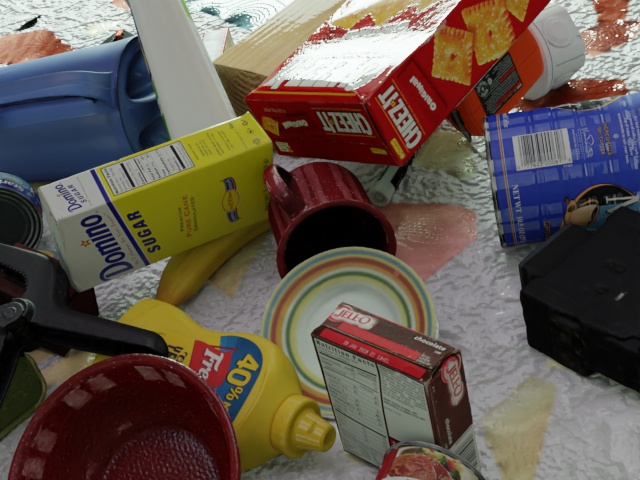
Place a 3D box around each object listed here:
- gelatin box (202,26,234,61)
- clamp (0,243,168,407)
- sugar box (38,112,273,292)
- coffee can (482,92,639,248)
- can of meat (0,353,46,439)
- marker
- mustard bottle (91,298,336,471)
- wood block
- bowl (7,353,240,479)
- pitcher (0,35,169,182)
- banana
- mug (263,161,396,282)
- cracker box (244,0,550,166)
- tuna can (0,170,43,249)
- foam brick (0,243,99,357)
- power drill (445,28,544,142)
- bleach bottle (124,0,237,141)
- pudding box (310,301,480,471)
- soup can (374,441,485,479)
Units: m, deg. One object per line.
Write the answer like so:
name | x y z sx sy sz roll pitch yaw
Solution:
gelatin box | -0.100 -0.161 1.073 0.030 0.073 0.089 -10 39 10
clamp | -0.207 0.062 0.772 0.164 0.036 0.210 -25 44 -7
sugar box | -0.123 -0.029 0.834 0.176 0.093 0.048 -25 55 -18
coffee can | 0.199 -0.054 0.804 0.140 0.103 0.102 -8 39 11
can of meat | -0.275 0.116 0.811 0.084 0.057 0.102 20 50 41
marker | 0.074 -0.074 0.944 0.020 0.020 0.121 7 44 28
mustard bottle | -0.071 0.107 0.740 0.192 0.058 0.096 15 65 33
wood block | 0.001 -0.182 1.047 0.090 0.091 0.205 20 51 38
bowl | -0.115 0.156 0.673 0.162 0.055 0.162 -8 66 18
pitcher | -0.267 -0.119 1.033 0.243 0.149 0.145 -5 39 20
banana | -0.061 -0.009 0.900 0.197 0.037 0.070 -29 38 -15
mug | -0.004 -0.016 0.830 0.093 0.117 0.081 -42 31 13
cracker box | 0.063 -0.158 0.876 0.213 0.072 0.164 -47 31 -22
tuna can | -0.294 -0.020 0.962 0.086 0.086 0.034 -19 36 -2
foam brick | -0.228 0.047 0.866 0.078 0.053 0.051 21 50 18
power drill | 0.105 -0.152 0.962 0.188 0.057 0.184 9 50 52
bleach bottle | -0.135 -0.180 0.963 0.068 0.251 0.102 -21 -3 -3
pudding box | 0.047 0.100 0.661 0.090 0.113 0.039 21 48 38
soup can | 0.049 0.175 0.606 0.069 0.068 0.102 7 44 27
